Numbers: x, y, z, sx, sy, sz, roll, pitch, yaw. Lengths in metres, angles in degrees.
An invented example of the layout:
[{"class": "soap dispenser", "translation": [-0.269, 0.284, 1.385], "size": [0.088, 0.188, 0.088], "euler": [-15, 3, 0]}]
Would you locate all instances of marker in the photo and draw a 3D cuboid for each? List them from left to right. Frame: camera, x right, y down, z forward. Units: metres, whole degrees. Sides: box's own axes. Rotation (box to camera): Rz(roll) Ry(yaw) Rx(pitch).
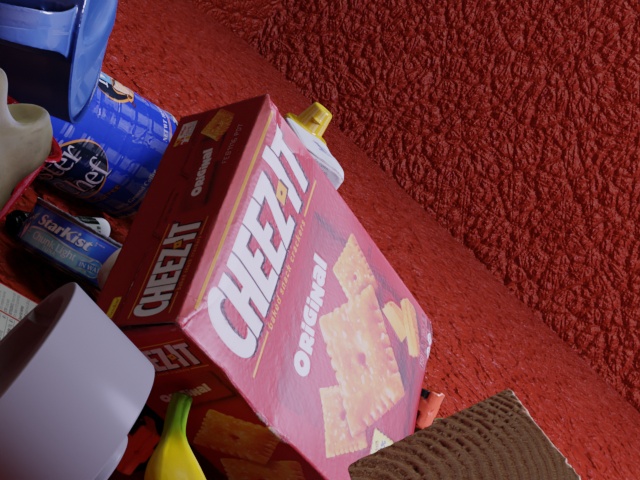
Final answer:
[{"class": "marker", "translation": [-0.190, -0.010, 0.777], "size": [0.020, 0.020, 0.121], "euler": [43, 10, 14]}]

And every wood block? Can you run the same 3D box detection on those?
[{"class": "wood block", "translation": [0.099, 0.190, 0.517], "size": [0.090, 0.091, 0.206], "euler": [-121, -174, -67]}]

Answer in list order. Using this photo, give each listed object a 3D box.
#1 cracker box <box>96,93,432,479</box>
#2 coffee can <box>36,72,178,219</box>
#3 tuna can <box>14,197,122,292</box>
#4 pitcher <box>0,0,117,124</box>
[{"class": "cracker box", "translation": [-0.018, 0.051, 0.602], "size": [0.213, 0.072, 0.164], "euler": [53, 38, -36]}, {"class": "coffee can", "translation": [-0.198, -0.090, 0.859], "size": [0.140, 0.103, 0.103], "euler": [31, 14, -44]}, {"class": "tuna can", "translation": [-0.158, 0.007, 0.709], "size": [0.086, 0.034, 0.086], "euler": [29, -6, 3]}, {"class": "pitcher", "translation": [-0.261, -0.168, 0.705], "size": [0.242, 0.145, 0.149], "euler": [14, -30, -5]}]
